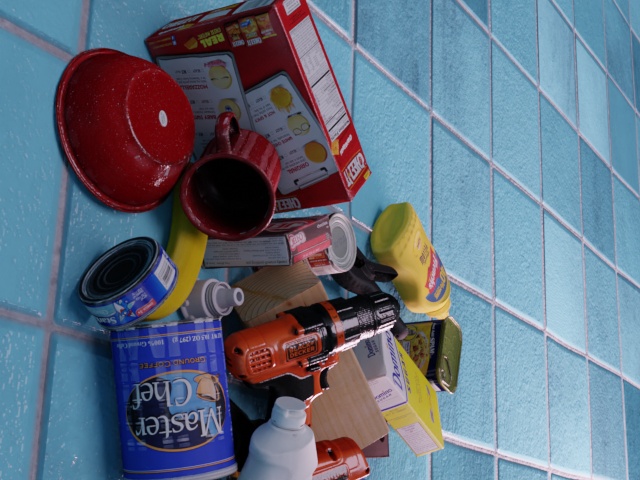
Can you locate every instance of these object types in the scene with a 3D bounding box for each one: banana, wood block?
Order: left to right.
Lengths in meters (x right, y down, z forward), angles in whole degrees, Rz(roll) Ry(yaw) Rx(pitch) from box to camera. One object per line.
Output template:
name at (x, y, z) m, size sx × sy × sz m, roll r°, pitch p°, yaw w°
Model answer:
banana at (-0.143, 0.010, 1.042) m, size 0.069 × 0.037 × 0.197 m, roll 55°, pitch 39°, yaw -36°
wood block at (-0.014, 0.131, 1.148) m, size 0.206 × 0.090 × 0.091 m, roll 65°, pitch -9°, yaw -26°

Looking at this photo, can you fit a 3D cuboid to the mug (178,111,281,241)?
mug at (-0.085, -0.069, 1.037) m, size 0.081 × 0.093 × 0.117 m, roll -75°, pitch 158°, yaw -61°

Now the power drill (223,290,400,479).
power drill at (0.001, 0.150, 1.044) m, size 0.184 × 0.057 × 0.188 m, roll -15°, pitch 111°, yaw -22°

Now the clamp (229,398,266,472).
clamp at (-0.048, 0.191, 1.086) m, size 0.164 × 0.036 × 0.210 m, roll -15°, pitch 114°, yaw -18°

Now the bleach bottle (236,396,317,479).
bleach bottle at (-0.056, 0.264, 0.975) m, size 0.102 × 0.068 × 0.251 m, roll -10°, pitch 117°, yaw -55°

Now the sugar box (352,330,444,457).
sugar box at (0.096, 0.181, 1.315) m, size 0.093 × 0.048 × 0.176 m, roll -94°, pitch 158°, yaw -45°

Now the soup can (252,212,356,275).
soup can at (-0.020, 0.008, 1.187) m, size 0.068 × 0.102 × 0.068 m, roll 21°, pitch 66°, yaw -56°

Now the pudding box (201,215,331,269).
pudding box at (-0.057, 0.001, 1.114) m, size 0.089 × 0.114 × 0.039 m, roll -23°, pitch 106°, yaw -59°

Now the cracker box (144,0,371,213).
cracker box at (-0.061, -0.136, 1.092) m, size 0.072 × 0.164 × 0.213 m, roll -51°, pitch 126°, yaw -49°

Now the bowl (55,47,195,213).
bowl at (-0.168, -0.109, 0.997) m, size 0.161 × 0.055 × 0.162 m, roll 22°, pitch 62°, yaw -50°

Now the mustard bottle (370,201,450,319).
mustard bottle at (0.135, 0.044, 1.485) m, size 0.191 × 0.058 × 0.096 m, roll 58°, pitch 38°, yaw -36°

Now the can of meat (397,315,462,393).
can of meat at (0.139, 0.156, 1.437) m, size 0.057 × 0.084 × 0.102 m, roll 46°, pitch 45°, yaw -45°

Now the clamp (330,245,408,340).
clamp at (0.053, 0.052, 1.333) m, size 0.171 × 0.039 × 0.120 m, roll 33°, pitch 27°, yaw -40°

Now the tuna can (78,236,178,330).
tuna can at (-0.170, 0.036, 0.941) m, size 0.033 × 0.086 × 0.086 m, roll 58°, pitch 38°, yaw -33°

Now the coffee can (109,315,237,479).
coffee can at (-0.133, 0.143, 0.961) m, size 0.102 × 0.103 × 0.140 m, roll 0°, pitch 83°, yaw -59°
